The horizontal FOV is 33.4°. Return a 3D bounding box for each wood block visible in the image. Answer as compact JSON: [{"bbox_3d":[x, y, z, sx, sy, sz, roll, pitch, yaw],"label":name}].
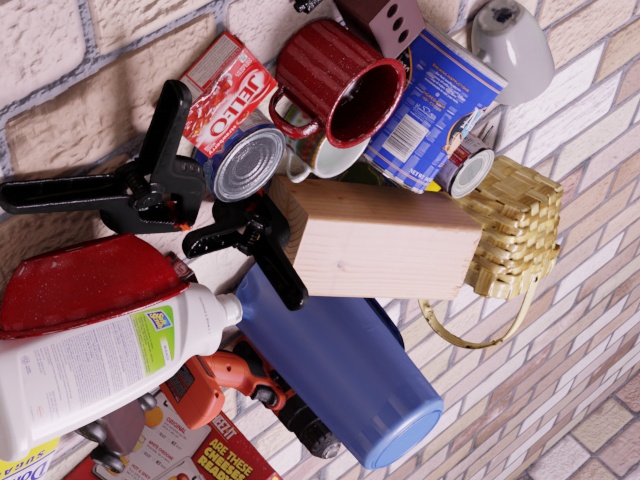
[{"bbox_3d":[0.048,0.000,1.090,0.205,0.090,0.091,4,117,-30],"label":"wood block"}]

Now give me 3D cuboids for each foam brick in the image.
[{"bbox_3d":[0.052,-0.205,0.945,0.053,0.051,0.078,-46,154,-2],"label":"foam brick"}]

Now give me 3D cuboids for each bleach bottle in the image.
[{"bbox_3d":[-0.175,0.102,0.938,0.250,0.068,0.102,-18,101,-37],"label":"bleach bottle"}]

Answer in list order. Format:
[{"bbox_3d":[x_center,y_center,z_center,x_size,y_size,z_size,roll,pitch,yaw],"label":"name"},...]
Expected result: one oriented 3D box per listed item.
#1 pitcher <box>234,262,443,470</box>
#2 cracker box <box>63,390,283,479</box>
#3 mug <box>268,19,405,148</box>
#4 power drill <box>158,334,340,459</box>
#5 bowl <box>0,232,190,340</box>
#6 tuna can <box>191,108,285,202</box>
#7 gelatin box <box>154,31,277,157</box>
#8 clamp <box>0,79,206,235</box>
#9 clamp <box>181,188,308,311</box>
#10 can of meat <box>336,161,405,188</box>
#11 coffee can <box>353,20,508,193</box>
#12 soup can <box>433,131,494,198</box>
[{"bbox_3d":[0.025,0.120,1.151,0.149,0.243,0.145,-38,156,-8],"label":"pitcher"},{"bbox_3d":[-0.171,0.279,1.176,0.213,0.164,0.072,-42,156,-9],"label":"cracker box"},{"bbox_3d":[0.005,-0.134,0.939,0.117,0.082,0.093,-39,152,-14],"label":"mug"},{"bbox_3d":[-0.079,0.166,1.153,0.187,0.185,0.057,14,117,-51],"label":"power drill"},{"bbox_3d":[-0.189,0.031,0.860,0.162,0.055,0.162,-14,-174,1],"label":"bowl"},{"bbox_3d":[-0.073,-0.077,0.961,0.086,0.034,0.086,-35,152,-22],"label":"tuna can"},{"bbox_3d":[-0.084,-0.120,0.885,0.089,0.030,0.073,-47,155,1],"label":"gelatin box"},{"bbox_3d":[-0.157,-0.042,0.865,0.164,0.036,0.210,-28,160,-2],"label":"clamp"},{"bbox_3d":[-0.056,0.001,0.976,0.039,0.120,0.171,-49,-171,24],"label":"clamp"},{"bbox_3d":[0.044,-0.032,1.178,0.102,0.057,0.083,-50,151,7],"label":"can of meat"},{"bbox_3d":[0.105,-0.133,1.069,0.140,0.103,0.102,-53,154,14],"label":"coffee can"},{"bbox_3d":[0.128,-0.101,1.152,0.068,0.102,0.068,-35,152,-22],"label":"soup can"}]
